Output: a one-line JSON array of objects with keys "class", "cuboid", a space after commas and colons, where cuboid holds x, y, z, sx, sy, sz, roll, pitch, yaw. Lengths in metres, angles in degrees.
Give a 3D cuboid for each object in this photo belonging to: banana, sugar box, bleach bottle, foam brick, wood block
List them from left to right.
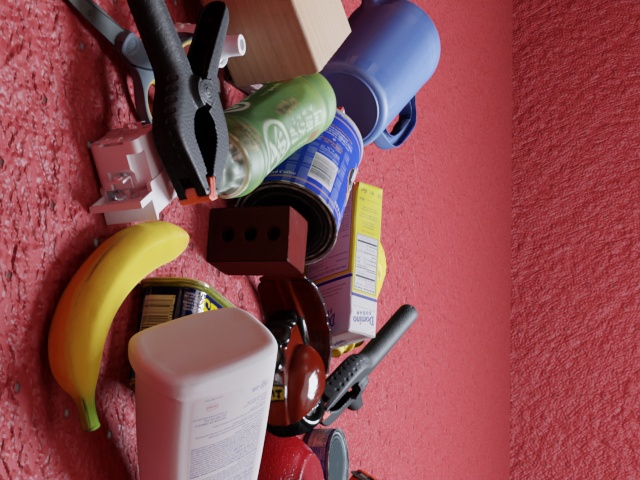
[{"class": "banana", "cuboid": [-0.144, 0.037, 0.744, 0.197, 0.037, 0.069, -68, 150, -46]}, {"class": "bleach bottle", "cuboid": [-0.093, 0.173, 0.783, 0.102, 0.068, 0.251, -16, 129, -35]}, {"class": "wood block", "cuboid": [-0.058, -0.249, 0.924, 0.090, 0.090, 0.206, -58, 134, -48]}, {"class": "foam brick", "cuboid": [-0.056, 0.001, 0.973, 0.051, 0.078, 0.053, 47, 43, -66]}, {"class": "sugar box", "cuboid": [0.023, 0.029, 1.198, 0.048, 0.094, 0.176, 15, 68, -34]}]

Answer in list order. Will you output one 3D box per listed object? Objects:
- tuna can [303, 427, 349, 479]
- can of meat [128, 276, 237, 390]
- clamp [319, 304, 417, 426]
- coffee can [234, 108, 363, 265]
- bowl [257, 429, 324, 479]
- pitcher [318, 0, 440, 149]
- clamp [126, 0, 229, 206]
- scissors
[{"class": "tuna can", "cuboid": [0.006, 0.256, 1.210, 0.086, 0.034, 0.086, -3, 90, -73]}, {"class": "can of meat", "cuboid": [-0.106, 0.084, 0.836, 0.102, 0.057, 0.084, 50, 43, -62]}, {"class": "clamp", "cuboid": [0.043, 0.155, 1.248, 0.165, 0.036, 0.209, -60, 164, 17]}, {"class": "coffee can", "cuboid": [-0.020, -0.058, 1.058, 0.140, 0.103, 0.103, -72, 153, -49]}, {"class": "bowl", "cuboid": [-0.034, 0.255, 1.047, 0.162, 0.055, 0.162, -3, 90, -73]}, {"class": "pitcher", "cuboid": [0.062, -0.194, 1.308, 0.145, 0.149, 0.242, -60, 178, 33]}, {"class": "clamp", "cuboid": [-0.095, -0.114, 0.801, 0.120, 0.039, 0.171, -15, 99, -58]}, {"class": "scissors", "cuboid": [-0.132, -0.157, 0.806, 0.096, 0.016, 0.201, -54, 146, -23]}]
